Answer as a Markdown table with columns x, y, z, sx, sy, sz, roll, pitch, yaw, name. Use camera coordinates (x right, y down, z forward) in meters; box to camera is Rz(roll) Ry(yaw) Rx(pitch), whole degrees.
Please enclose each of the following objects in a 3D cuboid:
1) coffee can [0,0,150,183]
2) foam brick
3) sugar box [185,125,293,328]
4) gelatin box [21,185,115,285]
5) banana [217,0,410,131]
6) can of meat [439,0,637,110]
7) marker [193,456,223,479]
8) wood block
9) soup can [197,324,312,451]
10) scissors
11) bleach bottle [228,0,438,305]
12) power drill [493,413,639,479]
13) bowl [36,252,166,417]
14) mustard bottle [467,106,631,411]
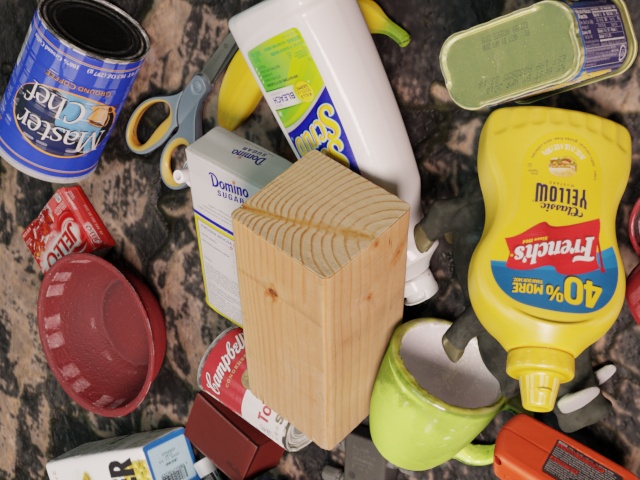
| x | y | z | sx | sy | sz | roll | pitch | yaw | name |
| --- | --- | --- | --- | --- | --- | --- | --- | --- | --- |
| -0.226 | -0.137 | 0.959 | 0.103 | 0.102 | 0.140 | 45 | 124 | 19 | coffee can |
| -0.074 | 0.170 | 0.956 | 0.078 | 0.051 | 0.053 | 38 | 123 | 24 | foam brick |
| -0.055 | 0.001 | 0.863 | 0.093 | 0.048 | 0.176 | 29 | 139 | 27 | sugar box |
| -0.252 | -0.001 | 1.061 | 0.089 | 0.030 | 0.073 | -41 | 77 | 37 | gelatin box |
| -0.023 | -0.149 | 0.841 | 0.198 | 0.037 | 0.069 | -21 | 87 | 39 | banana |
| 0.140 | -0.122 | 0.693 | 0.102 | 0.083 | 0.057 | -15 | 93 | 39 | can of meat |
| -0.083 | 0.260 | 1.007 | 0.020 | 0.020 | 0.121 | -38 | 78 | 37 | marker |
| 0.001 | 0.050 | 0.791 | 0.091 | 0.090 | 0.206 | 33 | 146 | 27 | wood block |
| -0.046 | 0.126 | 0.911 | 0.102 | 0.068 | 0.068 | 31 | 119 | 28 | soup can |
| -0.099 | -0.113 | 0.923 | 0.202 | 0.016 | 0.096 | -27 | 86 | 39 | scissors |
| 0.028 | -0.068 | 0.784 | 0.103 | 0.068 | 0.251 | -11 | 110 | 52 | bleach bottle |
| 0.136 | 0.213 | 0.774 | 0.184 | 0.057 | 0.188 | 27 | 131 | 15 | power drill |
| -0.200 | 0.085 | 1.028 | 0.162 | 0.055 | 0.162 | 11 | 108 | 35 | bowl |
| 0.143 | 0.012 | 0.673 | 0.096 | 0.058 | 0.191 | 9 | 70 | -2 | mustard bottle |
